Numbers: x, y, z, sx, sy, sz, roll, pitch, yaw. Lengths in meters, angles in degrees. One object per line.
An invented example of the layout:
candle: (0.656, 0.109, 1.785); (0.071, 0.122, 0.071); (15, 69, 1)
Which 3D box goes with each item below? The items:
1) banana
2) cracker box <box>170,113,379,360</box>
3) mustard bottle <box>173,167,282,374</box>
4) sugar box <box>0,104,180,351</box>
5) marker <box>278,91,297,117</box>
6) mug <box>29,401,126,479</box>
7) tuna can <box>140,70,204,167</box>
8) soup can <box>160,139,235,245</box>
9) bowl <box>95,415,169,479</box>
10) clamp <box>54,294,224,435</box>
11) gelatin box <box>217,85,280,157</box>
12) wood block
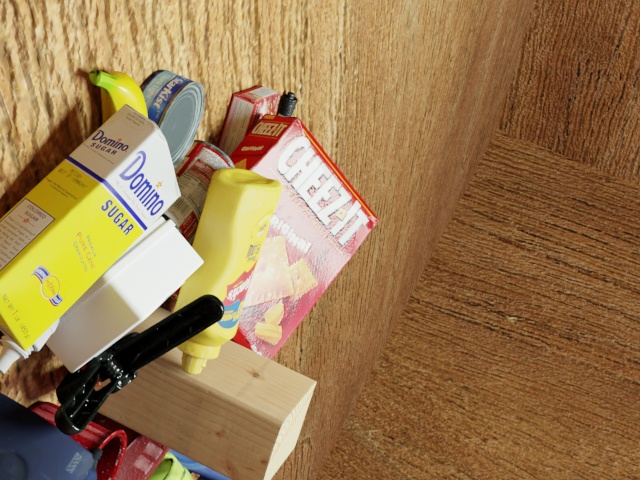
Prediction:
banana: (-0.171, -0.060, 0.861); (0.069, 0.037, 0.198); (-24, 139, -42)
cracker box: (-0.057, 0.001, 1.107); (0.213, 0.072, 0.164); (-51, 124, -17)
mustard bottle: (-0.092, 0.032, 0.974); (0.096, 0.058, 0.192); (-22, 132, -74)
sugar box: (-0.181, -0.010, 0.792); (0.176, 0.048, 0.093); (-46, 156, -22)
marker: (-0.050, -0.124, 1.295); (0.020, 0.020, 0.121); (-45, 156, -60)
mug: (-0.238, 0.208, 0.961); (0.117, 0.081, 0.093); (-66, 168, -1)
tuna can: (-0.136, -0.103, 0.927); (0.086, 0.034, 0.086); (-60, 167, -25)
soup can: (-0.130, -0.037, 0.995); (0.102, 0.068, 0.068); (-56, 164, -39)
bowl: (-0.217, 0.226, 1.112); (0.162, 0.055, 0.162); (-49, 167, -16)
clamp: (-0.184, 0.115, 0.913); (0.164, 0.036, 0.210); (-39, -172, -34)
gelatin box: (-0.079, -0.118, 1.153); (0.073, 0.030, 0.089); (-37, 149, -65)
wood block: (-0.122, 0.148, 1.049); (0.090, 0.206, 0.090); (-43, 153, -61)
